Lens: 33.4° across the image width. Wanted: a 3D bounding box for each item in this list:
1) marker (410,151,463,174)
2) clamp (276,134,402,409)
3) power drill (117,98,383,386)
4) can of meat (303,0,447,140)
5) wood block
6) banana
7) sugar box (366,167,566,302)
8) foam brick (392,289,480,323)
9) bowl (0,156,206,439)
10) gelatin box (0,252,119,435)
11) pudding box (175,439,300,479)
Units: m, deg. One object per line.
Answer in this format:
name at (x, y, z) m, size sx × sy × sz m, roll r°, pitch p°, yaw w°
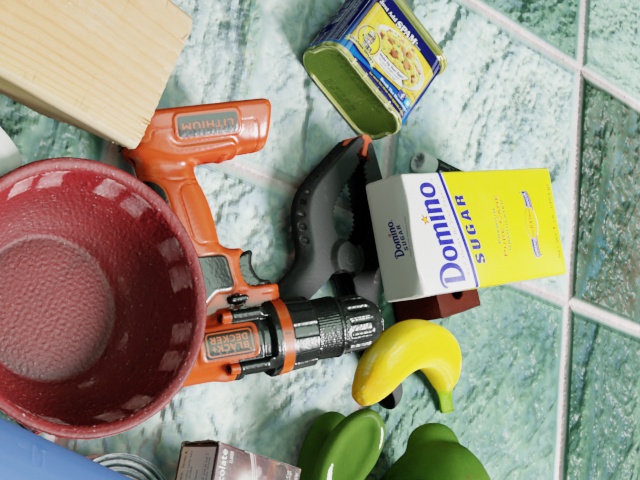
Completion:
marker at (0.129, -0.050, 0.943) m, size 0.120 × 0.020 × 0.020 m, roll 21°, pitch 68°, yaw -36°
clamp at (0.019, 0.023, 0.823) m, size 0.164 × 0.036 × 0.210 m, roll 28°, pitch 67°, yaw -34°
power drill at (-0.055, 0.001, 0.725) m, size 0.184 × 0.057 × 0.187 m, roll -8°, pitch 82°, yaw -23°
can of meat at (0.044, -0.145, 0.867) m, size 0.102 × 0.058 × 0.083 m, roll 48°, pitch 57°, yaw -22°
wood block at (-0.170, -0.133, 0.572) m, size 0.205 × 0.090 × 0.091 m, roll 31°, pitch 82°, yaw -61°
banana at (0.072, 0.093, 0.807) m, size 0.197 × 0.037 × 0.069 m, roll 21°, pitch 62°, yaw -61°
sugar box at (0.119, -0.007, 0.838) m, size 0.175 × 0.048 × 0.093 m, roll -6°, pitch 84°, yaw -43°
foam brick at (0.088, 0.024, 0.871) m, size 0.052 × 0.051 × 0.078 m, roll -14°, pitch 90°, yaw -42°
bowl at (-0.149, 0.036, 0.624) m, size 0.161 × 0.055 × 0.162 m, roll 10°, pitch 73°, yaw -36°
gelatin box at (-0.177, 0.064, 0.652) m, size 0.089 × 0.030 × 0.073 m, roll 49°, pitch 54°, yaw -21°
pudding box at (-0.058, 0.193, 0.685) m, size 0.089 × 0.039 × 0.113 m, roll 33°, pitch 56°, yaw -50°
